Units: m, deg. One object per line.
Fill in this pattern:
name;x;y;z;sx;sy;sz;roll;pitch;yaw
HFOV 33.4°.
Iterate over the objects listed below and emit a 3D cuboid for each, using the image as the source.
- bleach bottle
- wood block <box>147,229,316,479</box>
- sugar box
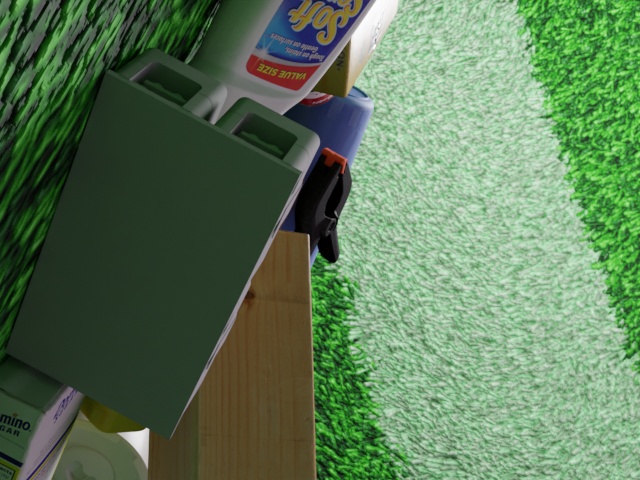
bleach bottle;-0.018;-0.145;0.696;0.102;0.068;0.251;32;86;-50
wood block;-0.062;0.100;0.734;0.090;0.090;0.206;-34;-128;56
sugar box;-0.194;0.140;0.665;0.093;0.048;0.176;-61;175;-65
